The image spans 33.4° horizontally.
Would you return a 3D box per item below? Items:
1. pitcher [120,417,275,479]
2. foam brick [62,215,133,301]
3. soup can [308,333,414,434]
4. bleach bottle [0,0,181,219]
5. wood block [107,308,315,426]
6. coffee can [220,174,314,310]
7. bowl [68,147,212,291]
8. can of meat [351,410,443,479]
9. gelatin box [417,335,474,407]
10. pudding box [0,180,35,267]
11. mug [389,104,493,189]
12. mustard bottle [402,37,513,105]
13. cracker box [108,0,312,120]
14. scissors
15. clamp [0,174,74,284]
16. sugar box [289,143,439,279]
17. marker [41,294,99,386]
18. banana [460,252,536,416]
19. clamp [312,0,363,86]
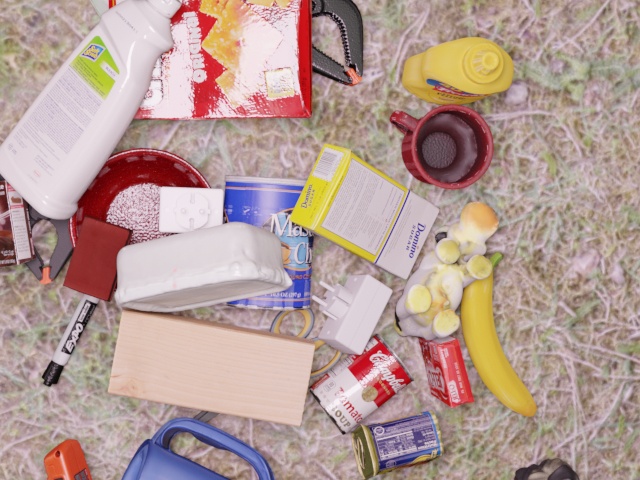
[{"bbox_3d":[-0.107,0.311,1.164,0.242,0.145,0.149,25,124,-12],"label":"pitcher"},{"bbox_3d":[-0.231,0.018,1.111,0.051,0.053,0.078,17,89,-9],"label":"foam brick"},{"bbox_3d":[0.045,0.162,1.205,0.102,0.068,0.068,-38,97,-4],"label":"soup can"},{"bbox_3d":[-0.223,-0.146,1.083,0.102,0.068,0.251,43,102,13],"label":"bleach bottle"},{"bbox_3d":[-0.115,0.136,1.158,0.206,0.090,0.091,10,88,-2],"label":"wood block"},{"bbox_3d":[-0.058,0.001,1.166,0.102,0.103,0.140,3,92,-8],"label":"coffee can"},{"bbox_3d":[-0.192,-0.020,1.170,0.162,0.055,0.162,0,92,-8],"label":"bowl"},{"bbox_3d":[0.086,0.229,1.197,0.084,0.102,0.057,-12,74,-10],"label":"can of meat"},{"bbox_3d":[0.140,0.144,1.207,0.030,0.089,0.073,-14,94,-8],"label":"gelatin box"},{"bbox_3d":[-0.364,-0.014,1.134,0.114,0.039,0.090,-7,94,18],"label":"pudding box"},{"bbox_3d":[0.128,-0.109,1.199,0.117,0.081,0.093,29,88,-8],"label":"mug"},{"bbox_3d":[0.154,-0.182,1.144,0.096,0.192,0.058,11,91,-9],"label":"mustard bottle"},{"bbox_3d":[-0.116,-0.211,1.141,0.213,0.072,0.164,-1,96,-1],"label":"cracker box"},{"bbox_3d":[-0.074,0.139,1.214,0.201,0.016,0.096,-19,93,-7],"label":"scissors"},{"bbox_3d":[-0.294,-0.041,1.163,0.120,0.039,0.171,-12,96,1],"label":"clamp"},{"bbox_3d":[0.051,-0.029,1.163,0.176,0.048,0.093,29,86,-49],"label":"sugar box"},{"bbox_3d":[-0.276,0.106,1.181,0.020,0.020,0.121,27,89,-8],"label":"marker"},{"bbox_3d":[0.202,0.117,1.241,0.069,0.037,0.198,-13,94,-8],"label":"banana"},{"bbox_3d":[-0.009,-0.270,1.195,0.164,0.036,0.210,-40,96,-2],"label":"clamp"}]
